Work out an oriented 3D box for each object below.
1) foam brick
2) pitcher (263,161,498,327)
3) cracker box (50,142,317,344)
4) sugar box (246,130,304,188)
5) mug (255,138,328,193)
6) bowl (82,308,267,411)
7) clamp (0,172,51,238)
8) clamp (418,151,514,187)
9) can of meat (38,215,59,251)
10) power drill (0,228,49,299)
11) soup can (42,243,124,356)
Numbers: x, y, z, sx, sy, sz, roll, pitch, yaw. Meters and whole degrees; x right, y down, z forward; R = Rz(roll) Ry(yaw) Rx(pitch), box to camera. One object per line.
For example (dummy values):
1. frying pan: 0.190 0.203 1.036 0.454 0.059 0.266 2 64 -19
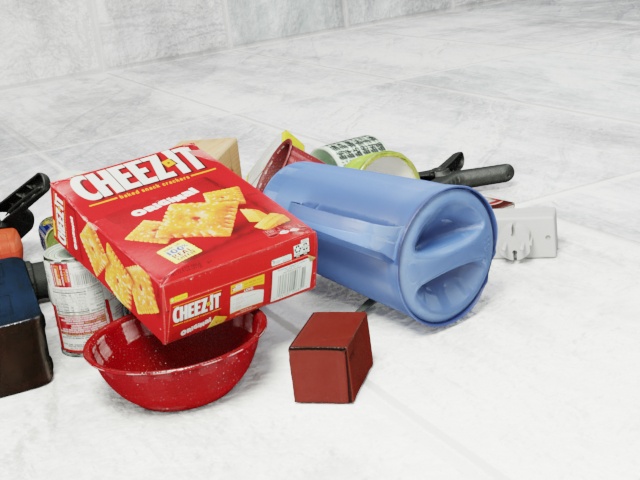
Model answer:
1. foam brick: 0.010 0.098 0.908 0.051 0.053 0.078 -2 18 17
2. pitcher: 0.040 -0.011 1.058 0.144 0.149 0.243 -40 35 -25
3. cracker box: -0.130 -0.007 0.989 0.163 0.072 0.214 -20 39 -32
4. sugar box: -0.062 -0.089 1.472 0.093 0.048 0.176 -50 15 13
5. mug: -0.033 -0.060 1.345 0.081 0.117 0.093 28 26 -16
6. bowl: -0.123 0.105 0.934 0.162 0.055 0.162 -7 17 2
7. clamp: -0.403 -0.032 1.344 0.164 0.036 0.210 -14 -14 -4
8. clamp: 0.172 -0.079 1.432 0.171 0.039 0.120 -27 21 -33
9. can of meat: -0.304 -0.006 1.358 0.102 0.057 0.084 -14 17 -20
10. power drill: -0.381 0.035 1.256 0.184 0.057 0.188 -9 16 -18
11. soup can: -0.233 0.055 1.058 0.068 0.102 0.068 -7 18 2
